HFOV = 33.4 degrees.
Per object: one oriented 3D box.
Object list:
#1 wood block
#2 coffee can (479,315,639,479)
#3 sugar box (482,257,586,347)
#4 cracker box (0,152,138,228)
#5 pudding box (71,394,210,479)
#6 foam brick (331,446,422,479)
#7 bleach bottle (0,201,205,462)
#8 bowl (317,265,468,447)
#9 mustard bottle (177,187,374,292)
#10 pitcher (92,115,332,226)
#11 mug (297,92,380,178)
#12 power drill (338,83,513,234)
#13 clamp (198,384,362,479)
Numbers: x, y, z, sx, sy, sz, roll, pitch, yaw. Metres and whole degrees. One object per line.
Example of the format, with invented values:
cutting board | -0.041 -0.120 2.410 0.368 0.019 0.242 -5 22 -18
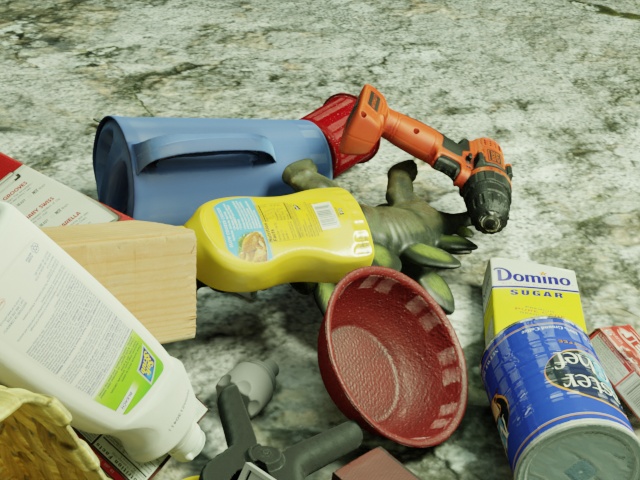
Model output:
wood block | -0.201 0.039 0.805 0.090 0.091 0.205 9 10 44
coffee can | 0.196 0.144 0.882 0.102 0.103 0.140 4 31 -8
sugar box | 0.209 0.082 1.042 0.093 0.048 0.176 10 33 0
cracker box | -0.278 0.020 0.947 0.214 0.072 0.164 24 62 26
pudding box | -0.151 0.140 0.833 0.090 0.039 0.113 45 38 -1
foam brick | 0.050 0.203 0.799 0.051 0.053 0.078 -21 41 -40
bleach bottle | -0.166 0.086 0.733 0.068 0.250 0.102 3 54 41
bowl | 0.051 0.105 0.914 0.161 0.055 0.162 23 52 -32
mustard bottle | -0.056 0.001 0.929 0.191 0.058 0.096 -5 48 -19
pitcher | -0.109 -0.074 1.133 0.242 0.145 0.149 -6 31 -28
mug | 0.004 -0.120 1.295 0.117 0.093 0.081 -6 21 44
power drill | 0.114 -0.085 1.118 0.187 0.057 0.184 26 25 -7
clamp | -0.033 0.171 0.799 0.120 0.039 0.171 5 29 5
